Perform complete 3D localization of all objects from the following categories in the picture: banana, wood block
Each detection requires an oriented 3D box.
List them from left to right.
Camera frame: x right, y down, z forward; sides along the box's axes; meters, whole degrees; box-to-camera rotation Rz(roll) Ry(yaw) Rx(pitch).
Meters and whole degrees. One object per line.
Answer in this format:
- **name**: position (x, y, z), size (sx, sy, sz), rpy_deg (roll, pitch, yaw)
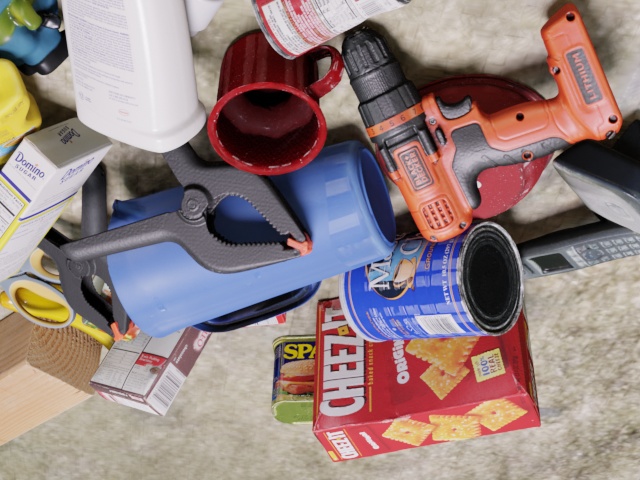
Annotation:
- **wood block**: position (-0.345, 0.154, 1.187), size (0.206, 0.090, 0.090), rpy_deg (-29, 132, 31)
- **banana**: position (-0.245, 0.095, 1.130), size (0.197, 0.069, 0.037), rpy_deg (43, 146, -23)

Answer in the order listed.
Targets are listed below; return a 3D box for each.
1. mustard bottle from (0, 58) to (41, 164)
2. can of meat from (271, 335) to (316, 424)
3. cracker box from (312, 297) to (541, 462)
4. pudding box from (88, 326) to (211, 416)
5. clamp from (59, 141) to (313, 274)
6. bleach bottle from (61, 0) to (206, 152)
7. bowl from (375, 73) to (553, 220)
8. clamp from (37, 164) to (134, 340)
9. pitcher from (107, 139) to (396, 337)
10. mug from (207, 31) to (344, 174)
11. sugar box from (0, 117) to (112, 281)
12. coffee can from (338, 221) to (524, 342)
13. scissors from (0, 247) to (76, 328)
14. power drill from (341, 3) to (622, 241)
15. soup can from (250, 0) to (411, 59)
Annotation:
- **mustard bottle**: position (-0.275, -0.095, 0.859), size (0.096, 0.058, 0.192), rpy_deg (-23, 179, -9)
- **can of meat**: position (-0.004, 0.154, 1.176), size (0.102, 0.084, 0.057), rpy_deg (-2, 140, 5)
- **cracker box**: position (0.102, 0.120, 1.068), size (0.214, 0.164, 0.072), rpy_deg (-13, 136, 16)
- **pudding box**: position (-0.173, 0.117, 1.098), size (0.090, 0.113, 0.039), rpy_deg (7, 145, 39)
- **clamp**: position (-0.110, -0.022, 0.888), size (0.210, 0.036, 0.164), rpy_deg (28, 98, 8)
- **bleach bottle**: position (-0.140, -0.190, 0.757), size (0.103, 0.068, 0.251), rpy_deg (21, 133, 23)
- **bowl**: position (0.129, -0.067, 0.930), size (0.162, 0.055, 0.162), rpy_deg (1, 140, 1)
- **clamp**: position (-0.215, 0.010, 1.003), size (0.120, 0.039, 0.171), rpy_deg (-29, 101, 32)
- **pitcher**: position (-0.056, 0.001, 0.967), size (0.243, 0.145, 0.149), rpy_deg (-16, 177, 16)
- **mug**: position (-0.032, -0.119, 0.851), size (0.117, 0.081, 0.093), rpy_deg (-29, 129, 26)
- **sugar box**: position (-0.263, -0.028, 0.936), size (0.048, 0.093, 0.176), rpy_deg (42, 116, 3)
- **coffee can**: position (0.102, 0.040, 0.990), size (0.141, 0.102, 0.102), rpy_deg (-8, 143, 43)
- **scissors**: position (-0.321, 0.011, 1.062), size (0.201, 0.016, 0.096), rpy_deg (36, 94, -6)
- **power drill**: position (0.126, -0.112, 0.840), size (0.188, 0.057, 0.184), rpy_deg (-24, 100, 17)
- **soup can**: position (0.008, -0.184, 0.784), size (0.102, 0.068, 0.068), rpy_deg (-21, 135, 24)
